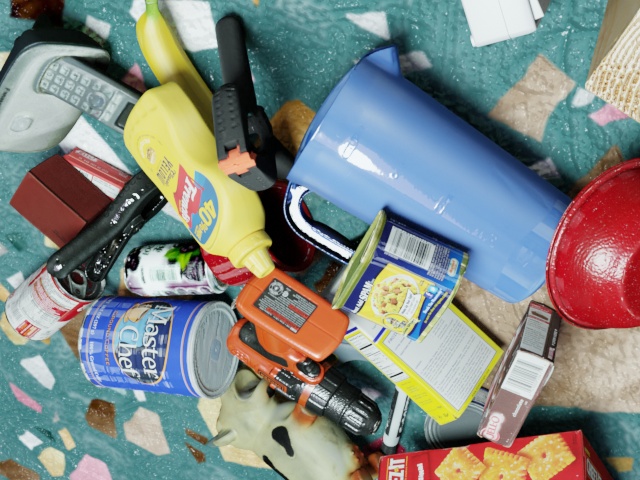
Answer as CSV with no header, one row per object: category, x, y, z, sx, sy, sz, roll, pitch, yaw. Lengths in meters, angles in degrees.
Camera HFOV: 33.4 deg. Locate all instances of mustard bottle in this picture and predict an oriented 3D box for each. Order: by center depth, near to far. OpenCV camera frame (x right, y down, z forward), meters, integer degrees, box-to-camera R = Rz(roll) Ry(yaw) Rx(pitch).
mustard bottle,-0.103,-0.046,0.971,0.192,0.058,0.096,52,143,13

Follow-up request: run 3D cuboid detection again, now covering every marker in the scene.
marker,0.081,0.192,1.144,0.020,0.020,0.121,17,123,11

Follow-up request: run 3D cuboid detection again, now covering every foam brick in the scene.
foam brick,-0.265,-0.039,1.087,0.078,0.051,0.053,42,125,-4

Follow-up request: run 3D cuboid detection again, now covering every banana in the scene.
banana,-0.121,-0.139,1.008,0.037,0.070,0.197,-36,107,-8

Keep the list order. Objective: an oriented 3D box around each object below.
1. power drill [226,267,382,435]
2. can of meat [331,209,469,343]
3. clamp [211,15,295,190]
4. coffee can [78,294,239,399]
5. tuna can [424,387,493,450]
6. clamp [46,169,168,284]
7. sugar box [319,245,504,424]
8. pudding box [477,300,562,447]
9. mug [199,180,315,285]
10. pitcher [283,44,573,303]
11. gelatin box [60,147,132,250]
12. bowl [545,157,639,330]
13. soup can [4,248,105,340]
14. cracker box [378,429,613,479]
power drill,-0.015,0.112,1.041,0.184,0.057,0.188,31,156,13
can of meat,0.067,0.033,0.905,0.084,0.057,0.102,25,139,-3
clamp,-0.066,-0.109,0.928,0.036,0.210,0.164,-20,104,10
coffee can,-0.171,0.112,1.138,0.140,0.102,0.103,2,119,24
tuna can,0.153,0.192,1.108,0.086,0.033,0.086,9,121,16
clamp,-0.202,-0.020,1.066,0.039,0.120,0.171,40,100,4
sugar box,0.085,0.086,1.037,0.176,0.093,0.048,42,151,-4
pudding box,0.191,0.128,1.024,0.039,0.090,0.114,24,123,4
mug,-0.057,0.001,1.055,0.082,0.093,0.117,-19,145,33
pitcher,0.095,-0.041,0.943,0.243,0.145,0.149,33,150,-3
gelatin box,-0.243,-0.044,1.126,0.073,0.030,0.089,27,124,6
bowl,0.270,0.014,0.895,0.161,0.055,0.162,-12,118,-23
soup can,-0.295,0.060,1.182,0.102,0.068,0.068,-36,102,33
cracker box,0.187,0.266,1.085,0.214,0.072,0.164,-13,140,26
